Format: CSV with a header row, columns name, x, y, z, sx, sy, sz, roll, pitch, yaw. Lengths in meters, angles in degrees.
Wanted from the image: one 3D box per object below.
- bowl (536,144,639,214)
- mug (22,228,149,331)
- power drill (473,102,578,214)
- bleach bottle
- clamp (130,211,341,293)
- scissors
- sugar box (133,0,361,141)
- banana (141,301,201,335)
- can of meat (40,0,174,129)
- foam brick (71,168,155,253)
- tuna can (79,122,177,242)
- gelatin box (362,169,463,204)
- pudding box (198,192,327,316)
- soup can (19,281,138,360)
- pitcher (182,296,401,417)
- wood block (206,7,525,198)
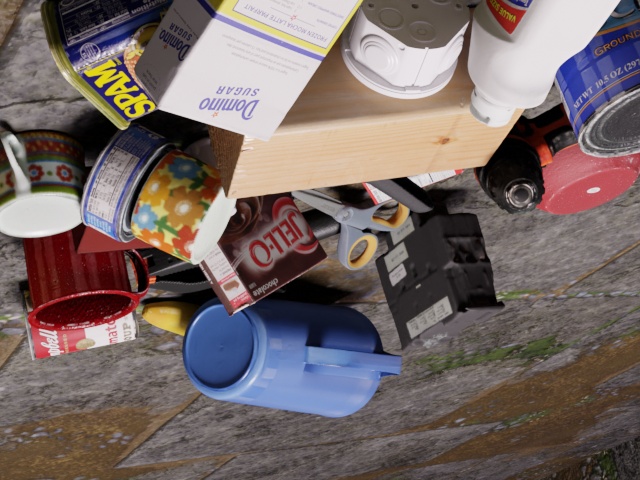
name,x,y,z,sx,sy,sz,roll,pitch,yaw
bowl,0.252,-0.070,1.032,0.162,0.055,0.162,-14,158,-6
mug,-0.197,0.024,0.910,0.117,0.081,0.093,4,154,-41
power drill,0.210,-0.090,0.854,0.188,0.057,0.184,-22,-161,9
bleach bottle,0.143,-0.159,0.623,0.068,0.102,0.251,-2,141,-18
clamp,-0.087,0.023,1.048,0.209,0.036,0.165,-9,156,-27
scissors,0.016,-0.011,0.992,0.201,0.016,0.096,-3,127,-53
sugar box,-0.023,-0.145,0.604,0.093,0.048,0.176,13,123,-48
banana,-0.139,0.103,1.202,0.069,0.037,0.197,-17,158,3
can of meat,-0.110,-0.123,0.663,0.084,0.057,0.102,-22,157,8
foam brick,-0.161,-0.025,0.863,0.078,0.053,0.051,-4,155,-25
tuna can,-0.141,-0.042,0.792,0.034,0.086,0.086,26,157,8
gelatin box,0.077,-0.070,0.947,0.089,0.030,0.073,-19,159,10
pudding box,-0.056,0.001,0.897,0.039,0.090,0.113,-34,178,42
soup can,-0.231,0.072,1.025,0.102,0.068,0.069,-10,157,-15
pitcher,-0.031,0.126,1.177,0.149,0.145,0.242,-45,152,17
wood block,0.028,-0.099,0.766,0.205,0.090,0.091,-8,156,-18
